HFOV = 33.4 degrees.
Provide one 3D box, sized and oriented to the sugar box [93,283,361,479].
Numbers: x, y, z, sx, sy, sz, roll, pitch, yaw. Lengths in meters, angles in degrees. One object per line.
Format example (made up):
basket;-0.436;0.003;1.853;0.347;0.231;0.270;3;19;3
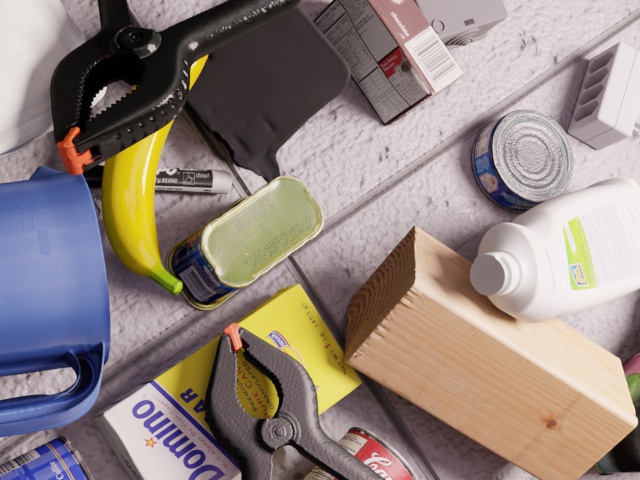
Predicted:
sugar box;-0.065;0.116;0.779;0.176;0.048;0.093;-34;92;-26

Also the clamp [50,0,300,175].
clamp;-0.112;-0.127;0.727;0.165;0.036;0.210;8;53;14

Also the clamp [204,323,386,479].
clamp;-0.037;0.143;0.734;0.120;0.039;0.171;-30;79;-24

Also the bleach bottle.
bleach bottle;0.188;0.006;0.837;0.250;0.068;0.102;-7;78;-52

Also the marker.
marker;-0.127;-0.047;0.805;0.121;0.020;0.020;1;78;-22

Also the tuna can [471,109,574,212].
tuna can;0.176;-0.070;0.927;0.086;0.034;0.086;5;76;-21

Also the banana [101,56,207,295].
banana;-0.121;-0.060;0.768;0.069;0.037;0.198;5;82;4

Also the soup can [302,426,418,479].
soup can;0.015;0.196;0.782;0.068;0.069;0.102;48;66;-6

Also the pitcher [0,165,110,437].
pitcher;-0.256;0.042;0.670;0.242;0.149;0.145;-9;107;-20

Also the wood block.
wood block;0.129;0.092;0.822;0.206;0.091;0.090;33;27;-13

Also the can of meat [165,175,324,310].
can of meat;-0.055;0.001;0.788;0.102;0.084;0.057;-37;94;-25

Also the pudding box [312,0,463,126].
pudding box;0.052;-0.158;0.865;0.039;0.090;0.113;-35;94;-24
